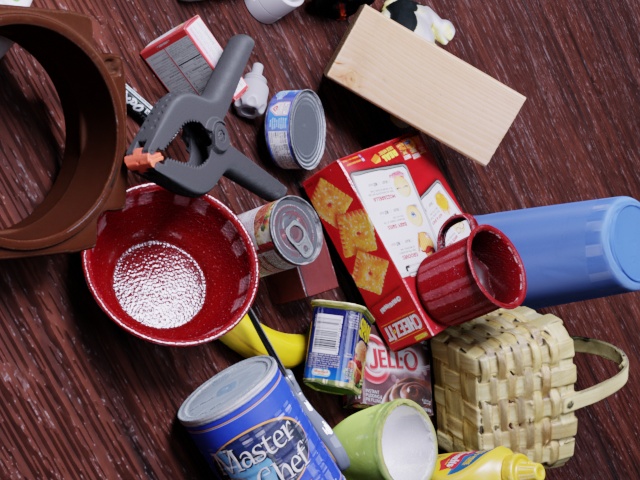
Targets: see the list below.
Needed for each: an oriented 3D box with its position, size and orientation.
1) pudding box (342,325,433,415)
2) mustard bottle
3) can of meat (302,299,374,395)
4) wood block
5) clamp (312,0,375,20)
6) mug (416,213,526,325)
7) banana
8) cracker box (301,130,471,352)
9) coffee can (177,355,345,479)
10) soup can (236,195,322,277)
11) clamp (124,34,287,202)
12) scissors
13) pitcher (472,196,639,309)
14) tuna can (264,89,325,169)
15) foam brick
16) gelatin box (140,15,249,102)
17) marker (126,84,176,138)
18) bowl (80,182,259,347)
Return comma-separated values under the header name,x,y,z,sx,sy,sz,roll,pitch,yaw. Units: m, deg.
name,x,y,z,sx,sy,sz,roll,pitch,yaw
pudding box,0.073,0.145,1.178,0.113,0.039,0.090,18,63,-42
mustard bottle,0.149,0.249,1.110,0.096,0.192,0.058,-12,86,-47
can of meat,0.018,0.112,1.091,0.102,0.057,0.084,54,44,-73
wood block,0.115,-0.176,1.211,0.206,0.090,0.091,28,99,-7
clamp,0.041,-0.291,1.202,0.171,0.120,0.039,57,30,-85
mug,0.153,0.029,1.122,0.093,0.082,0.117,1,68,-45
banana,-0.075,0.083,1.055,0.197,0.037,0.069,33,29,-37
cracker box,0.094,-0.003,1.200,0.163,0.072,0.214,-25,86,-49
coffee can,-0.053,0.193,0.989,0.102,0.103,0.140,-42,108,-44
soup can,-0.057,0.001,1.047,0.068,0.102,0.068,16,66,-41
clamp,-0.098,-0.085,0.969,0.209,0.036,0.164,-41,119,-53
scissors,-0.019,0.149,1.023,0.016,0.096,0.201,-34,129,-17
pitcher,0.279,0.022,1.277,0.149,0.243,0.145,-28,101,-40
tuna can,-0.027,-0.118,1.144,0.086,0.034,0.086,1,90,-65
foam brick,-0.026,0.022,1.109,0.051,0.053,0.078,-17,90,-47
gelatin box,-0.124,-0.168,1.054,0.089,0.073,0.030,53,47,-19
marker,-0.185,-0.138,1.022,0.121,0.020,0.020,42,51,-29
bowl,-0.139,0.029,0.965,0.162,0.055,0.162,10,60,-18
